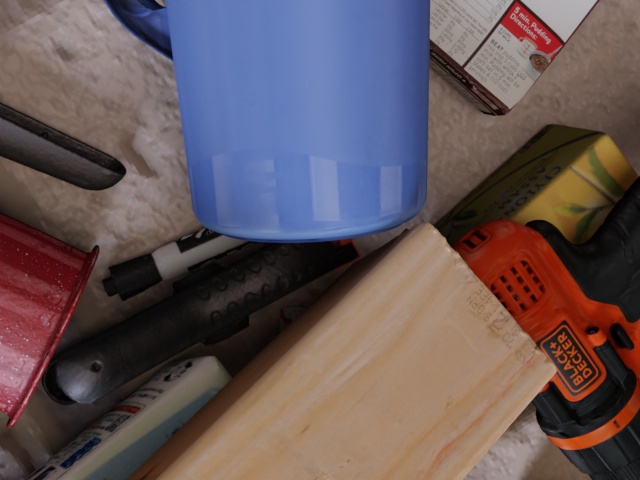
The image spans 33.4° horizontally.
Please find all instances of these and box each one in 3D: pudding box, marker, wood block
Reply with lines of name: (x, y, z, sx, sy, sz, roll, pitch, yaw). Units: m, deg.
pudding box: (0.092, -0.133, 0.543, 0.090, 0.039, 0.113, 37, 89, -17)
marker: (-0.054, 0.001, 0.545, 0.121, 0.020, 0.020, -23, 106, -8)
wood block: (-0.010, 0.097, 0.452, 0.205, 0.091, 0.090, -42, 93, -24)

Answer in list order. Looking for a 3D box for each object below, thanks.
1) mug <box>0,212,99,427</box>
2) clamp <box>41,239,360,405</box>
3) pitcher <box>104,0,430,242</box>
mug: (-0.164, 0.034, 0.497, 0.081, 0.093, 0.117, 27, 130, -13)
clamp: (-0.056, 0.033, 0.504, 0.171, 0.120, 0.039, -30, 97, -11)
pitcher: (-0.021, -0.127, 0.472, 0.144, 0.149, 0.243, -9, 103, -25)
